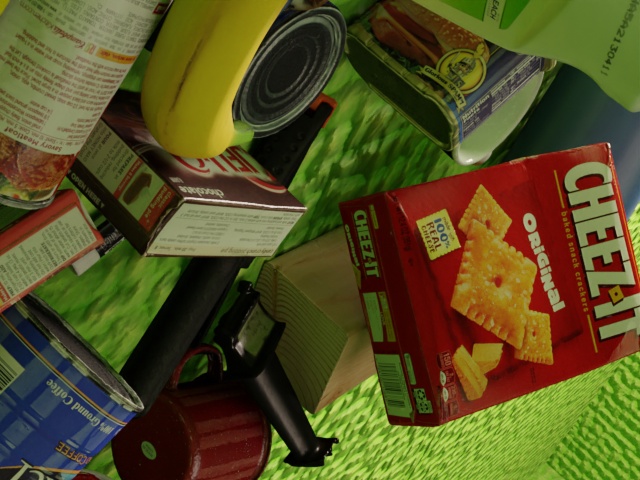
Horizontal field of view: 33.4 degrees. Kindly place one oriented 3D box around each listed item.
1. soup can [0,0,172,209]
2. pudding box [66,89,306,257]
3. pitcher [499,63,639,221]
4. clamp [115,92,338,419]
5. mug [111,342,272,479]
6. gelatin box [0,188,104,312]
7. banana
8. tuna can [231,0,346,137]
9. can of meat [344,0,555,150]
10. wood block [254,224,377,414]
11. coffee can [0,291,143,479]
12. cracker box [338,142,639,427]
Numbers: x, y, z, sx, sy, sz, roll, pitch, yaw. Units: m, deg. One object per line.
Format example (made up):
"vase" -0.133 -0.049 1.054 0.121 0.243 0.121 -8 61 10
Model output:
"soup can" -0.108 -0.073 0.408 0.102 0.068 0.068 -55 157 15
"pudding box" -0.070 -0.032 0.516 0.039 0.090 0.113 -55 157 19
"pitcher" 0.267 -0.126 0.971 0.144 0.149 0.243 0 127 -43
"clamp" -0.054 0.001 0.648 0.210 0.036 0.164 -60 -179 4
"mug" -0.094 0.132 0.769 0.081 0.093 0.117 0 99 -56
"gelatin box" -0.145 0.010 0.463 0.073 0.030 0.089 -38 -161 -29
"banana" -0.033 -0.084 0.412 0.069 0.037 0.198 -47 176 -34
"tuna can" -0.026 -0.097 0.566 0.086 0.034 0.086 -40 157 -21
"can of meat" 0.074 -0.115 0.638 0.084 0.102 0.057 -42 156 -10
"wood block" 0.044 0.040 0.855 0.205 0.090 0.091 -26 149 -43
"coffee can" -0.173 0.098 0.525 0.140 0.103 0.102 -46 158 -7
"cracker box" 0.133 0.027 0.775 0.213 0.164 0.072 -14 -179 -29
